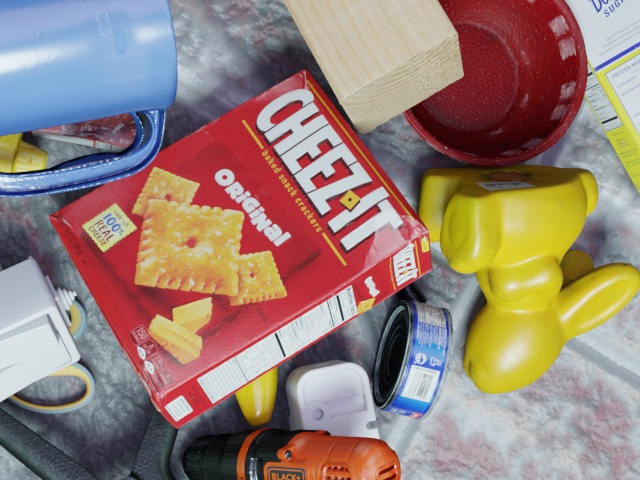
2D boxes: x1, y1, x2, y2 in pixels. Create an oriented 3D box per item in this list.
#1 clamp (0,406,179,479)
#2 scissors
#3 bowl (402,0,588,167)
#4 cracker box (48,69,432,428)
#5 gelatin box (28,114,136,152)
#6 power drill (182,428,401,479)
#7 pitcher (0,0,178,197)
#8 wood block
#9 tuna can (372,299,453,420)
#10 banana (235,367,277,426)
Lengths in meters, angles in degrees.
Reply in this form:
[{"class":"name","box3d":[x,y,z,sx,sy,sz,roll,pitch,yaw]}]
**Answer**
[{"class":"clamp","box3d":[-0.128,0.168,0.731,0.164,0.036,0.210,-23,73,-15]},{"class":"scissors","box3d":[-0.255,0.069,0.761,0.201,0.016,0.096,16,81,-10]},{"class":"bowl","box3d":[0.123,-0.134,0.834,0.162,0.055,0.162,1,86,-12]},{"class":"cracker box","box3d":[-0.055,0.001,0.742,0.213,0.072,0.164,-31,65,-8]},{"class":"gelatin box","box3d":[-0.166,-0.107,0.784,0.089,0.030,0.073,11,84,-11]},{"class":"power drill","box3d":[-0.015,0.222,0.735,0.057,0.185,0.187,-16,97,-48]},{"class":"pitcher","box3d":[-0.218,-0.114,0.681,0.242,0.145,0.149,-17,62,-18]},{"class":"wood block","box3d":[0.012,-0.193,0.761,0.090,0.090,0.206,-30,77,5]},{"class":"tuna can","box3d":[0.067,0.088,0.792,0.033,0.086,0.086,15,83,-10]},{"class":"banana","box3d":[-0.028,0.036,0.790,0.070,0.037,0.198,22,80,29]}]
